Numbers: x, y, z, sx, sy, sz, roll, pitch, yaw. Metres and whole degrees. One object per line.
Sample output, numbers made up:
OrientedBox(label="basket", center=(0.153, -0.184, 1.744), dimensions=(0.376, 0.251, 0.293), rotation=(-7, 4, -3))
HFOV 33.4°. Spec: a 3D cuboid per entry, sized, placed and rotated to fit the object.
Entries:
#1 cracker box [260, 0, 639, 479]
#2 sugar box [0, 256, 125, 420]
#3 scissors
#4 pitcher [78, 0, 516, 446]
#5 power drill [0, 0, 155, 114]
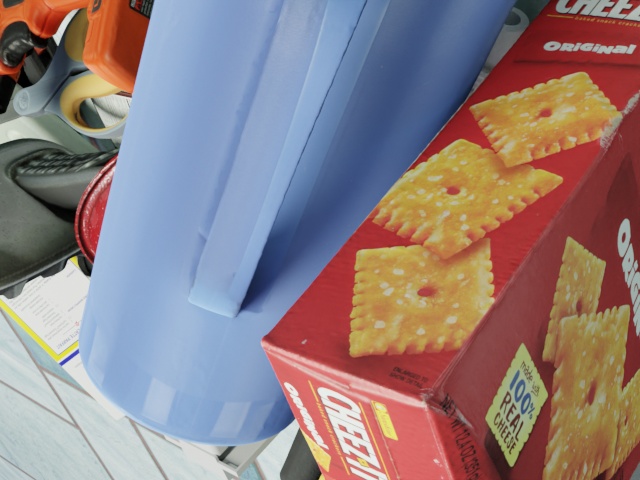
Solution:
OrientedBox(label="cracker box", center=(0.087, 0.027, 0.403), dimensions=(0.072, 0.213, 0.164), rotation=(17, 142, 37))
OrientedBox(label="sugar box", center=(-0.178, 0.045, 0.796), dimensions=(0.093, 0.048, 0.176), rotation=(-35, 106, 32))
OrientedBox(label="scissors", center=(-0.183, -0.110, 0.698), dimensions=(0.202, 0.016, 0.096), rotation=(9, 93, 37))
OrientedBox(label="pitcher", center=(-0.020, -0.033, 0.423), dimensions=(0.145, 0.148, 0.243), rotation=(43, 124, 35))
OrientedBox(label="power drill", center=(-0.150, -0.113, 0.583), dimensions=(0.188, 0.184, 0.057), rotation=(5, 169, 40))
